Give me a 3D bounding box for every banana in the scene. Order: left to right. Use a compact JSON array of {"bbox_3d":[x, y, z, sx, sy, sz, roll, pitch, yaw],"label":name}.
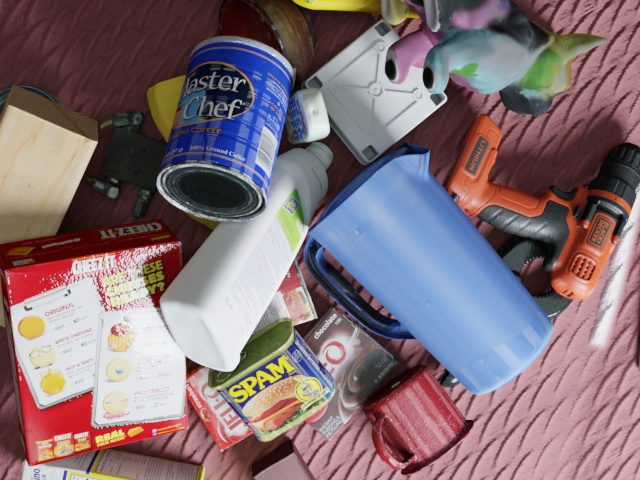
[{"bbox_3d":[0.038,-0.243,1.069,0.197,0.070,0.037,-9,131,-42],"label":"banana"}]

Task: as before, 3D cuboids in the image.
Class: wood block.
[{"bbox_3d":[-0.298,-0.032,1.038,0.090,0.091,0.206,23,103,-18],"label":"wood block"}]

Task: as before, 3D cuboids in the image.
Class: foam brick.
[{"bbox_3d":[-0.032,0.259,1.117,0.051,0.053,0.078,-30,94,-2],"label":"foam brick"}]

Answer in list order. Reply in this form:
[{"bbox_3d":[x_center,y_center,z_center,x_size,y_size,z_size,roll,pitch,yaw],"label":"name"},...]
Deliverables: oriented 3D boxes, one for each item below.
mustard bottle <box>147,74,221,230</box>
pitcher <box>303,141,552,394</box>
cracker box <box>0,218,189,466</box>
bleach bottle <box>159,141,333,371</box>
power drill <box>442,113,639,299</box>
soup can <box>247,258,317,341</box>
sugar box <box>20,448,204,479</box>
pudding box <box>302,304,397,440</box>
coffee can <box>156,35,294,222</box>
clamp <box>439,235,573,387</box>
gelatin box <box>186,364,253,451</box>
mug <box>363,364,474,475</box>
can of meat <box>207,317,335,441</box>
[{"bbox_3d":[-0.106,-0.075,1.088,0.096,0.058,0.191,-18,95,-27],"label":"mustard bottle"},{"bbox_3d":[0.105,0.037,1.056,0.145,0.149,0.243,-43,93,-13],"label":"pitcher"},{"bbox_3d":[-0.217,0.097,1.032,0.164,0.072,0.214,-10,117,-22],"label":"cracker box"},{"bbox_3d":[-0.057,0.001,1.048,0.068,0.102,0.250,15,53,28],"label":"bleach bottle"},{"bbox_3d":[0.229,-0.055,1.099,0.187,0.057,0.184,27,70,2],"label":"power drill"},{"bbox_3d":[-0.062,0.066,1.097,0.102,0.068,0.068,-20,94,-2],"label":"soup can"},{"bbox_3d":[-0.209,0.246,1.085,0.176,0.093,0.048,9,94,-3],"label":"sugar box"},{"bbox_3d":[0.010,0.138,1.119,0.090,0.039,0.113,41,90,-5],"label":"pudding box"},{"bbox_3d":[-0.086,-0.103,0.988,0.102,0.103,0.140,13,63,-4],"label":"coffee can"},{"bbox_3d":[0.196,0.060,1.127,0.210,0.036,0.164,-11,91,-2],"label":"clamp"},{"bbox_3d":[-0.095,0.165,1.119,0.073,0.030,0.089,-30,94,-1],"label":"gelatin box"},{"bbox_3d":[0.091,0.187,1.095,0.081,0.093,0.117,54,45,0],"label":"mug"},{"bbox_3d":[-0.047,0.140,1.061,0.102,0.057,0.084,-33,113,11],"label":"can of meat"}]
